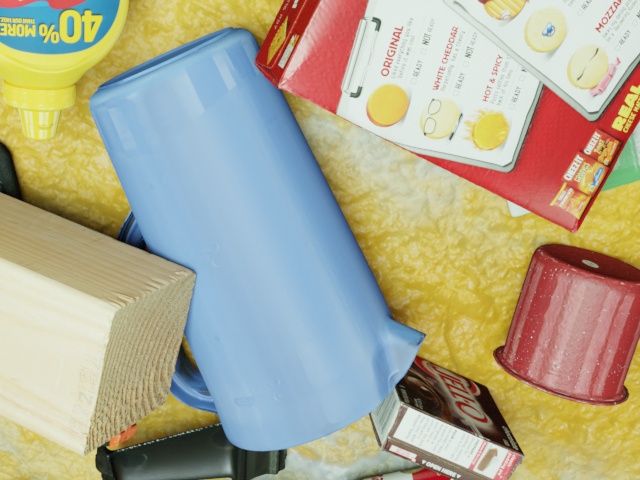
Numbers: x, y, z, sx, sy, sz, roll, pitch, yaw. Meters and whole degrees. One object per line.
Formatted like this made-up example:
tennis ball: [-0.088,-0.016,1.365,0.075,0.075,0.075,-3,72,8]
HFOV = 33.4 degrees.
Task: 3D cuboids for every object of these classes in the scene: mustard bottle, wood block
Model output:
mustard bottle: [-0.153,-0.149,0.582,0.096,0.058,0.192,-5,115,-26]
wood block: [-0.189,0.031,0.617,0.206,0.090,0.090,21,109,18]

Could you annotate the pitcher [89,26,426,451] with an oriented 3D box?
pitcher: [-0.054,0.001,0.669,0.149,0.145,0.243,-28,106,-15]

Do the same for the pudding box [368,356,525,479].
pudding box: [0.078,0.116,0.714,0.090,0.113,0.039,23,105,-10]

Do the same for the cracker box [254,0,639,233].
cracker box: [0.094,-0.122,0.609,0.213,0.072,0.164,23,101,-24]

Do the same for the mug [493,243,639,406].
mug: [0.180,0.053,0.714,0.117,0.093,0.081,4,108,-36]
